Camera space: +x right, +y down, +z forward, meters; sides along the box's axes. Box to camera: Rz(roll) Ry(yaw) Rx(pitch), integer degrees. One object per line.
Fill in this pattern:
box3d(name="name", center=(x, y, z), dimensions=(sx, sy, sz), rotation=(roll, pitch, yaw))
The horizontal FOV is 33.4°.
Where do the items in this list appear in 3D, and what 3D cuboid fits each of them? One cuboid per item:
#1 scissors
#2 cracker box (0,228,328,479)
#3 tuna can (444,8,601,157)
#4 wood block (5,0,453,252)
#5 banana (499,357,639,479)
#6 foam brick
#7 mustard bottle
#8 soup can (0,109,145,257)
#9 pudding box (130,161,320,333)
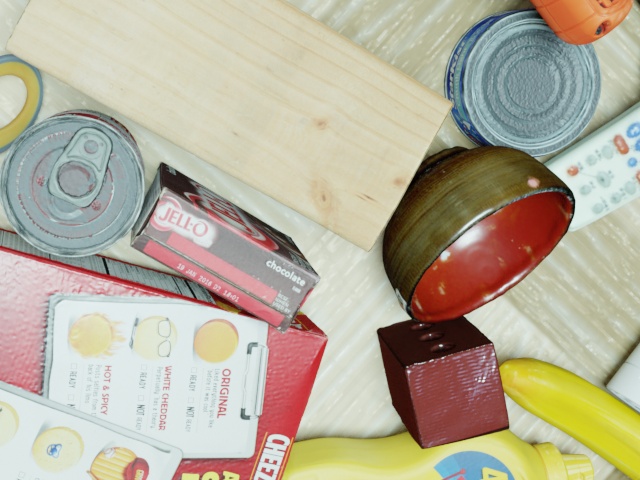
box3d(name="scissors", center=(-0.205, -0.025, 0.581), dimensions=(0.096, 0.016, 0.202), rotation=(-5, 121, -36))
box3d(name="cracker box", center=(-0.125, 0.093, 0.583), dimensions=(0.213, 0.072, 0.164), rotation=(17, 97, -18))
box3d(name="tuna can", center=(0.118, -0.091, 0.619), dimensions=(0.086, 0.034, 0.086), rotation=(-2, 100, -9))
box3d(name="wood block", center=(-0.048, -0.087, 0.563), dimensions=(0.206, 0.091, 0.090), rotation=(29, 93, -12))
box3d(name="banana", center=(0.180, 0.119, 0.646), dimensions=(0.197, 0.069, 0.037), rotation=(35, 95, -11))
box3d(name="foam brick", center=(0.069, 0.078, 0.616), dimensions=(0.053, 0.078, 0.051), rotation=(-13, 103, -7))
box3d(name="mustard bottle", center=(0.071, 0.154, 0.638), dimensions=(0.191, 0.058, 0.096), rotation=(-9, 110, -9))
box3d(name="soup can", center=(-0.125, -0.033, 0.553), dimensions=(0.068, 0.102, 0.068), rotation=(-2, 100, -9))
box3d(name="pudding box", center=(-0.054, 0.001, 0.565), dimensions=(0.090, 0.113, 0.039), rotation=(32, 92, -13))
